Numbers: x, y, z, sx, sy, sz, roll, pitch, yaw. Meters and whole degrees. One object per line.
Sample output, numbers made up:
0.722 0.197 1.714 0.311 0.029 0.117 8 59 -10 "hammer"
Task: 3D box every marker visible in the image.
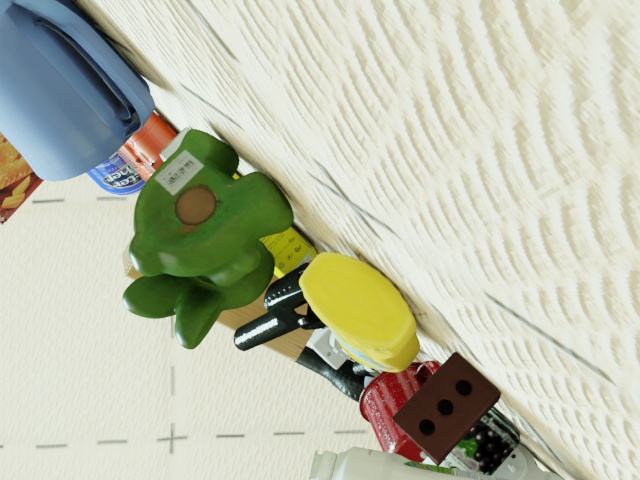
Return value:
0.065 0.126 1.119 0.020 0.020 0.121 44 154 -7 "marker"

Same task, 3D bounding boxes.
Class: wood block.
-0.099 0.036 1.149 0.206 0.091 0.090 29 -172 -19 "wood block"

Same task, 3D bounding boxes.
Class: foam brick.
0.104 0.139 0.880 0.053 0.078 0.051 42 176 15 "foam brick"

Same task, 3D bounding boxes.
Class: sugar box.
-0.079 -0.030 1.063 0.176 0.048 0.093 41 174 10 "sugar box"

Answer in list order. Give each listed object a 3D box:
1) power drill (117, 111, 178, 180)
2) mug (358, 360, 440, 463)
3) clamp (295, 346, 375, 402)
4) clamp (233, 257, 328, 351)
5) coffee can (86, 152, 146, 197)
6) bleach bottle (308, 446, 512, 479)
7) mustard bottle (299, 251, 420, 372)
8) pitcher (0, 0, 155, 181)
-0.180 -0.094 1.233 0.184 0.057 0.188 50 169 -24 "power drill"
0.098 0.172 1.052 0.093 0.117 0.081 6 -145 -25 "mug"
0.022 0.168 1.359 0.120 0.039 0.172 8 -164 -46 "clamp"
0.004 0.068 1.035 0.210 0.164 0.036 109 160 -66 "clamp"
-0.291 -0.130 1.480 0.103 0.103 0.140 42 174 17 "coffee can"
0.114 0.225 0.924 0.251 0.068 0.102 13 171 6 "bleach bottle"
0.040 0.070 0.907 0.096 0.058 0.191 34 171 16 "mustard bottle"
-0.256 -0.174 0.910 0.242 0.149 0.145 53 -167 -41 "pitcher"
